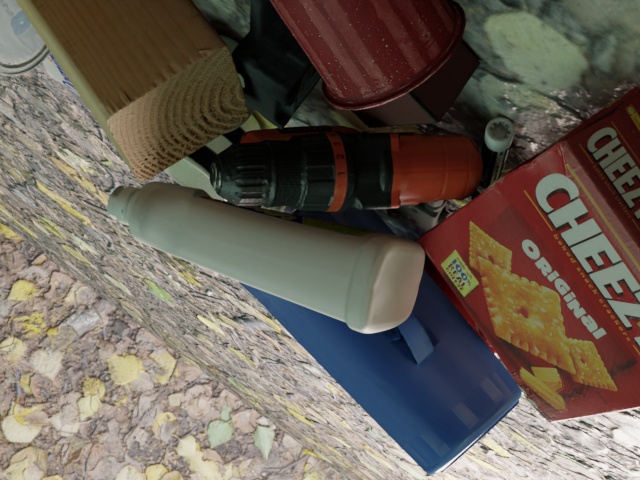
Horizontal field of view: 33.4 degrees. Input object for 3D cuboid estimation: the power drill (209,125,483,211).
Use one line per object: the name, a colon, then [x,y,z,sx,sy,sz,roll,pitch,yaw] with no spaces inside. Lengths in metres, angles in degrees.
power drill: [-0.002,-0.051,0.761,0.184,0.057,0.188,-1,-172,-18]

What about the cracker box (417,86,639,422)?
cracker box: [0.165,0.024,0.663,0.164,0.072,0.214,55,159,3]

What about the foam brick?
foam brick: [0.049,-0.107,0.671,0.051,0.053,0.078,42,163,-26]

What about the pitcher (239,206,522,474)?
pitcher: [0.053,0.073,0.900,0.243,0.145,0.149,48,-148,12]

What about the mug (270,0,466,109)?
mug: [0.019,-0.140,0.598,0.081,0.093,0.117,52,-166,-35]

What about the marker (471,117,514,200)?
marker: [0.120,-0.051,0.751,0.020,0.020,0.121,31,164,13]

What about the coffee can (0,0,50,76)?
coffee can: [-0.324,-0.225,0.991,0.140,0.102,0.102,27,163,25]

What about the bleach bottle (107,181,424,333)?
bleach bottle: [-0.055,0.001,0.792,0.251,0.068,0.102,16,-174,24]

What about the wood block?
wood block: [-0.145,-0.154,0.725,0.206,0.090,0.090,53,171,23]
